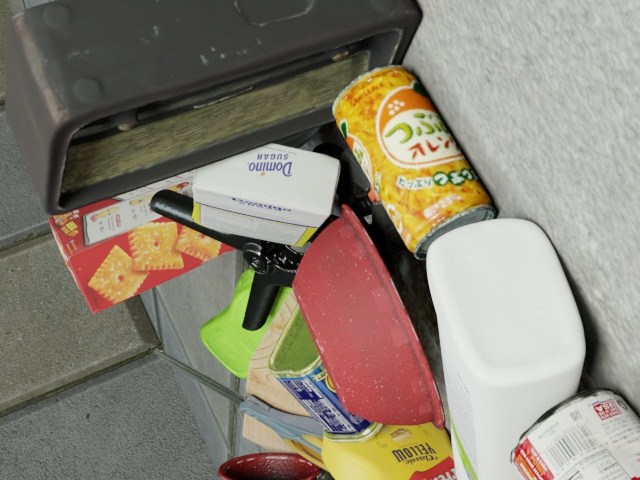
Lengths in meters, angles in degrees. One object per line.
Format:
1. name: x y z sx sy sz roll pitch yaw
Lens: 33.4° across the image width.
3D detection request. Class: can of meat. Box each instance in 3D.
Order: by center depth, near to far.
1. can of meat: 0.015 0.087 0.806 0.058 0.102 0.084 -9 132 41

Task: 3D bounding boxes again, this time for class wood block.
1. wood block: -0.009 0.130 0.960 0.091 0.090 0.206 27 154 8

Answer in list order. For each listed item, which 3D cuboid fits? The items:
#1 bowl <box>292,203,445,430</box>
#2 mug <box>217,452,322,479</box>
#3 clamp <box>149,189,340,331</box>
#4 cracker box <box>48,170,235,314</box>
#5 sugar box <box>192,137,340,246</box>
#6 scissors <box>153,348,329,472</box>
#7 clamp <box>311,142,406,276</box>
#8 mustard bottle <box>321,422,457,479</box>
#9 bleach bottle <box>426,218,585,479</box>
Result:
1. bowl: 0.024 0.060 0.702 0.162 0.055 0.162 157 89 -86
2. mug: -0.038 0.241 0.963 0.093 0.117 0.081 2 97 29
3. clamp: -0.056 0.001 0.932 0.164 0.036 0.210 49 145 -14
4. cracker box: -0.155 -0.017 1.079 0.164 0.213 0.072 34 146 65
5. sugar box: -0.043 -0.034 0.765 0.176 0.093 0.048 131 150 -78
6. scissors: -0.042 0.141 0.890 0.201 0.016 0.096 37 152 -16
7. clamp: 0.037 -0.016 0.755 0.120 0.039 0.171 63 173 -7
8. mustard bottle: 0.081 0.196 0.784 0.192 0.096 0.058 49 138 50
9. bleach bottle: 0.105 0.101 0.633 0.251 0.068 0.102 80 176 -54
